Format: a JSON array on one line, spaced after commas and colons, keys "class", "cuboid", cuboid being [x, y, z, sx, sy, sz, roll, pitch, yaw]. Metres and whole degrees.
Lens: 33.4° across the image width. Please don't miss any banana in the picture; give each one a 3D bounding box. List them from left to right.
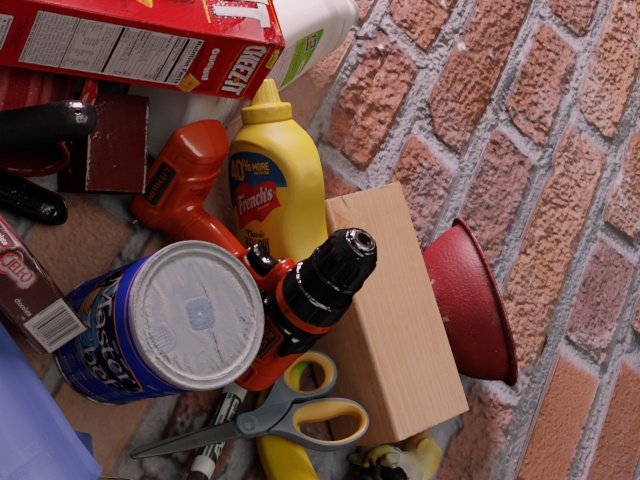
[{"class": "banana", "cuboid": [-0.011, 0.183, 0.864, 0.069, 0.037, 0.198, -18, 67, -2]}]

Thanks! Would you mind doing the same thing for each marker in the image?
[{"class": "marker", "cuboid": [-0.084, 0.159, 0.834, 0.020, 0.020, 0.121, 43, 41, -20]}]

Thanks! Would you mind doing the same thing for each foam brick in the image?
[{"class": "foam brick", "cuboid": [-0.167, -0.074, 0.822, 0.051, 0.053, 0.078, 2, 90, -36]}]

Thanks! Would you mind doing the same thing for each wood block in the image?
[{"class": "wood block", "cuboid": [0.041, 0.065, 0.926, 0.090, 0.090, 0.206, -16, 88, -38]}]

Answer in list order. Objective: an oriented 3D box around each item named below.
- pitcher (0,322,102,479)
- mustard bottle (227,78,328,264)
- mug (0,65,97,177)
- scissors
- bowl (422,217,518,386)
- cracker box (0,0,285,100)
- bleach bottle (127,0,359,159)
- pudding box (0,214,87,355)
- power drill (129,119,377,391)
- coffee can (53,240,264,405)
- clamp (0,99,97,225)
[{"class": "pitcher", "cuboid": [-0.261, 0.091, 0.675, 0.145, 0.149, 0.243, -31, 94, -5]}, {"class": "mustard bottle", "cuboid": [-0.035, -0.034, 0.866, 0.058, 0.096, 0.191, -12, 100, -36]}, {"class": "mug", "cuboid": [-0.212, -0.104, 0.772, 0.093, 0.117, 0.081, 41, 48, -54]}, {"class": "scissors", "cuboid": [-0.055, 0.129, 0.847, 0.201, 0.016, 0.096, 6, 54, -24]}, {"class": "bowl", "cuboid": [0.125, 0.063, 0.973, 0.055, 0.162, 0.162, -17, 89, -3]}, {"class": "cracker box", "cuboid": [-0.145, -0.196, 0.769, 0.213, 0.072, 0.164, 4, 56, -31]}, {"class": "bleach bottle", "cuboid": [-0.053, -0.157, 0.919, 0.068, 0.103, 0.250, 44, 46, 11]}, {"class": "pudding box", "cuboid": [-0.212, 0.016, 0.719, 0.039, 0.090, 0.113, -35, 146, -12]}, {"class": "power drill", "cuboid": [-0.055, 0.001, 0.807, 0.057, 0.185, 0.188, -19, 67, -47]}, {"class": "coffee can", "cuboid": [-0.121, 0.063, 0.775, 0.102, 0.141, 0.103, 10, 73, -34]}, {"class": "clamp", "cuboid": [-0.255, -0.063, 0.715, 0.209, 0.165, 0.036, 10, 63, -24]}]
